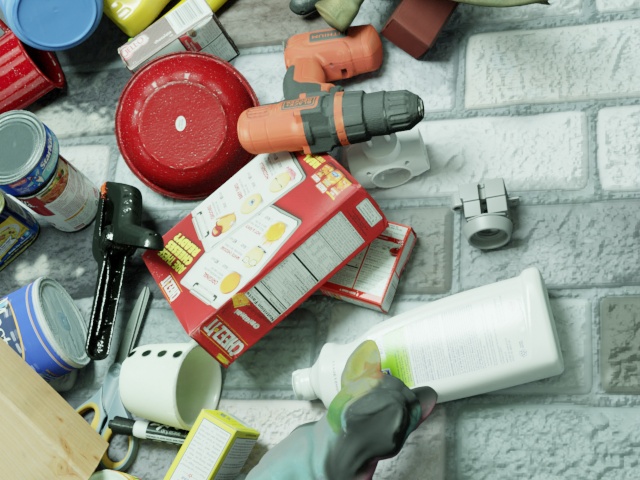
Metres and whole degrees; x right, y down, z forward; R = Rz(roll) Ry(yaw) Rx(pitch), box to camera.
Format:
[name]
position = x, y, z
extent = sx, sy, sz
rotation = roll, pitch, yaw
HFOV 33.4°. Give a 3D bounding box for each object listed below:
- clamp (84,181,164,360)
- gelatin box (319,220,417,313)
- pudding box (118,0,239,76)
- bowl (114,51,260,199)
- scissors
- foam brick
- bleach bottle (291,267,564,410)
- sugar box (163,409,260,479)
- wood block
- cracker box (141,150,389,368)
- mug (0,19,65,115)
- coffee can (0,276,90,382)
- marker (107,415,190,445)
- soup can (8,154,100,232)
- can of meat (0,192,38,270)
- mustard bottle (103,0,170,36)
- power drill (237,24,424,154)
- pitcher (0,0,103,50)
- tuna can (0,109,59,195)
[clamp]
position = -0.206, -0.002, 1.111
extent = 0.165, 0.036, 0.210
rotation = -53, 32, 34
[gelatin box]
position = 0.047, 0.020, 1.069
extent = 0.073, 0.030, 0.089
rotation = 15, 73, 24
[pudding box]
position = -0.157, -0.212, 1.196
extent = 0.113, 0.090, 0.039
rotation = -33, 64, 2
[bowl]
position = -0.143, -0.122, 1.132
extent = 0.162, 0.055, 0.162
rotation = 0, 95, 0
[scissors]
position = -0.199, 0.153, 1.104
extent = 0.096, 0.016, 0.201
rotation = 27, 80, 24
[foam brick]
position = 0.108, -0.241, 1.131
extent = 0.051, 0.053, 0.078
rotation = 34, 78, -8
[bleach bottle]
position = 0.094, 0.103, 1.002
extent = 0.251, 0.068, 0.102
rotation = -14, 68, 15
[sugar box]
position = -0.124, 0.244, 0.987
extent = 0.048, 0.093, 0.176
rotation = 30, 86, 16
[wood block]
position = -0.314, 0.168, 1.024
extent = 0.091, 0.090, 0.206
rotation = -43, 97, 9
[cracker box]
position = -0.057, 0.001, 1.059
extent = 0.213, 0.072, 0.164
rotation = -41, 37, 0
[mug]
position = -0.369, -0.207, 1.255
extent = 0.081, 0.117, 0.093
rotation = -31, 23, 9
[coffee can]
position = -0.326, 0.113, 1.113
extent = 0.140, 0.102, 0.103
rotation = -26, 63, 7
[marker]
position = -0.153, 0.192, 1.061
extent = 0.121, 0.020, 0.020
rotation = 7, 71, 11
[soup can]
position = -0.293, -0.057, 1.171
extent = 0.068, 0.102, 0.068
rotation = -6, 67, 15
[can of meat]
position = -0.376, -0.009, 1.189
extent = 0.102, 0.084, 0.057
rotation = -41, 62, -1
[mustard bottle]
position = -0.184, -0.335, 1.272
extent = 0.191, 0.058, 0.096
rotation = -43, 56, -3
[power drill]
position = 0.018, -0.156, 1.084
extent = 0.184, 0.057, 0.187
rotation = -5, 33, 13
[pitcher]
position = -0.340, -0.322, 1.241
extent = 0.149, 0.144, 0.243
rotation = -51, 43, 22
[tuna can]
position = -0.317, -0.091, 1.114
extent = 0.086, 0.033, 0.086
rotation = -7, 67, 16
